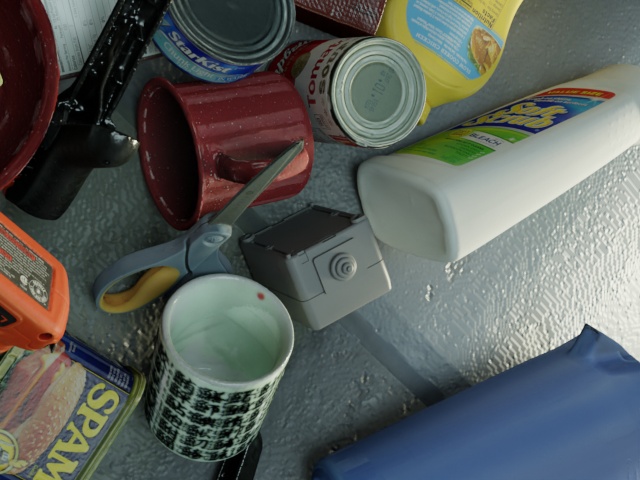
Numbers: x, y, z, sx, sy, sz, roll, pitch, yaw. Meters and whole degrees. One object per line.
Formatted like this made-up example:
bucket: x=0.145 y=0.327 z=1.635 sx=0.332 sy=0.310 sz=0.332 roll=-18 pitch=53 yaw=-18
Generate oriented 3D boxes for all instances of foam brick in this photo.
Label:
foam brick: x=0.000 y=-0.167 z=0.687 sx=0.078 sy=0.051 sz=0.053 roll=17 pitch=91 yaw=-27

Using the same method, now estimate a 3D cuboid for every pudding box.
pudding box: x=-0.128 y=-0.148 z=0.635 sx=0.113 sy=0.039 sz=0.090 roll=-17 pitch=105 yaw=-21

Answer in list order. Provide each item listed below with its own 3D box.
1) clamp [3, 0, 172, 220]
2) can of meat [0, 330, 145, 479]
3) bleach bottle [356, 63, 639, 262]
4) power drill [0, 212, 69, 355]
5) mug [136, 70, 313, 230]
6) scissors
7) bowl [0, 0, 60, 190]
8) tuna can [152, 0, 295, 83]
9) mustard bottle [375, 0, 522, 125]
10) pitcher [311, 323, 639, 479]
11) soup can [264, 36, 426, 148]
clamp: x=-0.131 y=-0.054 z=0.578 sx=0.039 sy=0.172 sz=0.120 roll=26 pitch=43 yaw=-19
can of meat: x=-0.170 y=0.102 z=0.643 sx=0.083 sy=0.058 sz=0.102 roll=36 pitch=82 yaw=-24
bleach bottle: x=0.153 y=-0.070 z=0.761 sx=0.250 sy=0.103 sz=0.068 roll=-29 pitch=118 yaw=-26
power drill: x=-0.240 y=0.042 z=0.549 sx=0.188 sy=0.057 sz=0.184 roll=-31 pitch=129 yaw=18
mug: x=-0.051 y=-0.056 z=0.645 sx=0.081 sy=0.117 sz=0.093 roll=-14 pitch=110 yaw=-29
scissors: x=-0.054 y=0.001 z=0.632 sx=0.096 sy=0.202 sz=0.016 roll=17 pitch=52 yaw=-47
bowl: x=-0.221 y=-0.088 z=0.574 sx=0.162 sy=0.055 sz=0.162 roll=0 pitch=89 yaw=-9
tuna can: x=-0.059 y=-0.135 z=0.614 sx=0.086 sy=0.034 sz=0.086 roll=11 pitch=69 yaw=-31
mustard bottle: x=0.086 y=-0.153 z=0.726 sx=0.096 sy=0.058 sz=0.191 roll=30 pitch=84 yaw=-28
pitcher: x=0.123 y=0.174 z=0.761 sx=0.242 sy=0.145 sz=0.149 roll=-19 pitch=71 yaw=-19
soup can: x=0.013 y=-0.094 z=0.675 sx=0.068 sy=0.102 sz=0.068 roll=-4 pitch=100 yaw=-25
